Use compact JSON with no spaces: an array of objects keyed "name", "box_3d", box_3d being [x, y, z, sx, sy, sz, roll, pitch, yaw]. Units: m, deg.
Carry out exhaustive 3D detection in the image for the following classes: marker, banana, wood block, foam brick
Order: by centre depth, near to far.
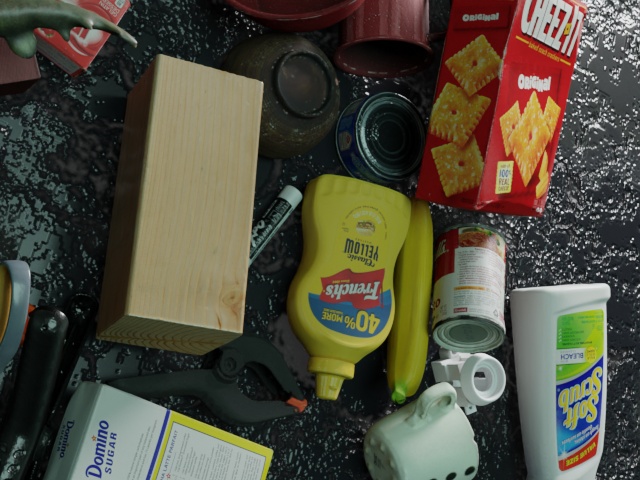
[{"name":"foam brick","box_3d":[-0.256,-0.134,0.792,0.078,0.053,0.051,-15,92,-33]},{"name":"wood block","box_3d":[-0.108,-0.025,0.827,0.090,0.090,0.206,12,69,-23]},{"name":"marker","box_3d":[-0.056,0.001,0.920,0.020,0.020,0.121,46,64,-19]},{"name":"banana","box_3d":[0.084,0.059,0.973,0.037,0.070,0.198,7,69,-3]}]

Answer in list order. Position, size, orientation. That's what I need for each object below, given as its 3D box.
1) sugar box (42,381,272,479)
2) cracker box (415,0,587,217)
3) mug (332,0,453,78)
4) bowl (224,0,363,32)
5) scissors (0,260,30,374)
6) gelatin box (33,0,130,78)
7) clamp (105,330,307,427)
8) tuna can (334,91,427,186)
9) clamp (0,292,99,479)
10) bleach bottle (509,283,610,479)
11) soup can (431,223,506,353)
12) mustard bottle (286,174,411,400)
[{"name":"sugar box","box_3d":[-0.123,0.179,0.825,0.176,0.048,0.093,30,68,-35]},{"name":"cracker box","box_3d":[0.170,-0.131,0.979,0.163,0.072,0.214,4,99,-58]},{"name":"mug","box_3d":[0.069,-0.204,0.970,0.093,0.117,0.081,32,56,-66]},{"name":"bowl","box_3d":[-0.016,-0.233,0.923,0.162,0.055,0.162,-4,58,5]},{"name":"scissors","box_3d":[-0.235,0.095,0.724,0.016,0.096,0.202,6,116,-37]},{"name":"gelatin box","box_3d":[-0.206,-0.185,0.842,0.089,0.030,0.073,38,67,-22]},{"name":"clamp","box_3d":[-0.091,0.109,0.874,0.171,0.039,0.120,39,69,-16]},{"name":"tuna can","box_3d":[0.058,-0.094,0.992,0.086,0.034,0.086,4,82,-31]},{"name":"clamp","box_3d":[-0.208,0.132,0.768,0.036,0.164,0.210,19,96,-3]},{"name":"bleach bottle","box_3d":[0.245,0.171,1.061,0.102,0.068,0.251,-3,88,-32]},{"name":"soup can","box_3d":[0.138,0.045,0.988,0.068,0.069,0.102,26,53,-27]},{"name":"mustard bottle","box_3d":[0.020,0.044,0.938,0.096,0.058,0.191,15,77,-22]}]
